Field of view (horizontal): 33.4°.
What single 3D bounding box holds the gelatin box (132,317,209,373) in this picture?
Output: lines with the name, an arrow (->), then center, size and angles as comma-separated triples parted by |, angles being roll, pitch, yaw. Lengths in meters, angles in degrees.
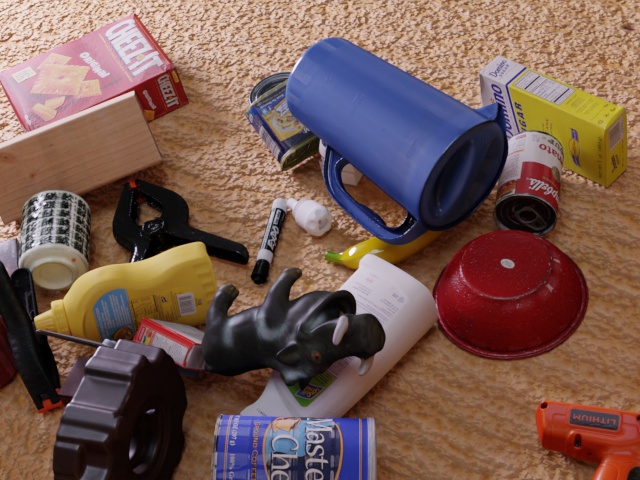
gelatin box -> -0.137, 0.110, 1.100 | 0.073, 0.089, 0.030 | 23, 91, 31

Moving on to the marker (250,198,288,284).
marker -> -0.058, 0.002, 1.222 | 0.020, 0.020, 0.121 | 1, 49, 16

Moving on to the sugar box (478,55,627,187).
sugar box -> 0.261, -0.136, 1.207 | 0.176, 0.093, 0.048 | 29, 61, 36

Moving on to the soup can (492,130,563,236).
soup can -> 0.228, -0.062, 1.166 | 0.069, 0.068, 0.102 | 2, 49, 18

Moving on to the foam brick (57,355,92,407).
foam brick -> -0.220, 0.158, 1.103 | 0.078, 0.051, 0.053 | 7, 50, 21

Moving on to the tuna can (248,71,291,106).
tuna can -> -0.049, -0.178, 1.374 | 0.086, 0.034, 0.086 | -8, 47, 9

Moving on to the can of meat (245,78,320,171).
can of meat -> -0.029, -0.147, 1.300 | 0.102, 0.057, 0.084 | -33, 79, -14

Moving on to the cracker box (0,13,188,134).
cracker box -> -0.311, -0.208, 1.450 | 0.213, 0.072, 0.164 | -28, 48, -11

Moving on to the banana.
banana -> 0.101, -0.017, 1.182 | 0.197, 0.037, 0.070 | -29, 49, -11

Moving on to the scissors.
scissors -> -0.213, 0.106, 1.076 | 0.096, 0.201, 0.016 | 14, 84, 53

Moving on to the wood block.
wood block -> -0.309, -0.105, 1.323 | 0.206, 0.090, 0.091 | -23, 15, -5

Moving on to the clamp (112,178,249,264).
clamp -> -0.180, -0.007, 1.252 | 0.164, 0.036, 0.210 | -21, 46, -3

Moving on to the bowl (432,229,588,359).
bowl -> 0.191, 0.041, 1.091 | 0.162, 0.055, 0.162 | -8, 47, 8

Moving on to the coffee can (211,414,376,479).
coffee can -> -0.022, 0.207, 0.948 | 0.140, 0.103, 0.103 | 1, 48, 1

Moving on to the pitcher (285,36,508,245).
pitcher -> 0.069, -0.116, 1.164 | 0.149, 0.145, 0.243 | -27, 50, -32

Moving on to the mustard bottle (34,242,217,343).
mustard bottle -> -0.206, 0.066, 1.133 | 0.191, 0.096, 0.058 | -15, 45, -12

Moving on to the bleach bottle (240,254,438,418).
bleach bottle -> 0.001, 0.128, 1.062 | 0.250, 0.068, 0.103 | -43, 48, -19

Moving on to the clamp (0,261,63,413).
clamp -> -0.315, 0.098, 1.151 | 0.039, 0.171, 0.120 | -17, 2, 5
